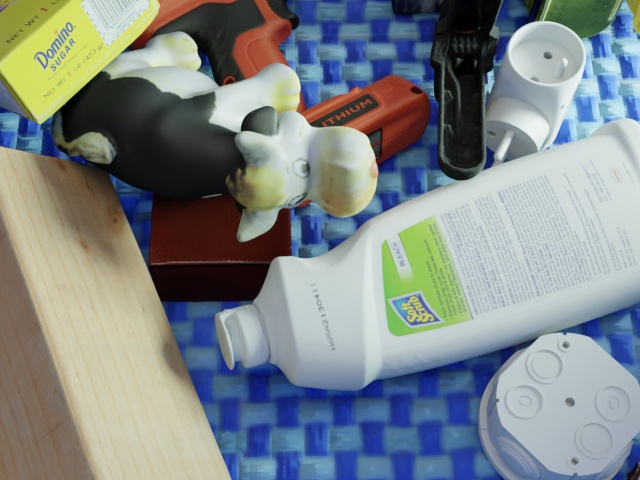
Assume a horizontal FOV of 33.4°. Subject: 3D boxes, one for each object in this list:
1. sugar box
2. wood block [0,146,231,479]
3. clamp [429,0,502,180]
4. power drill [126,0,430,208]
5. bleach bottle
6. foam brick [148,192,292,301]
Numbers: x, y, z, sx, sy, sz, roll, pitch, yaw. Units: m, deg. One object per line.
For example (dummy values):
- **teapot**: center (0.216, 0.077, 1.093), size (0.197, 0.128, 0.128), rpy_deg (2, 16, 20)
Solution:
- **sugar box**: center (-0.177, -0.126, 0.585), size (0.176, 0.048, 0.093), rpy_deg (24, 63, 40)
- **wood block**: center (-0.130, 0.066, 0.528), size (0.091, 0.090, 0.206), rpy_deg (-36, 66, 25)
- **clamp**: center (0.082, -0.117, 0.595), size (0.039, 0.120, 0.171), rpy_deg (11, 26, -3)
- **power drill**: center (-0.015, -0.125, 0.653), size (0.184, 0.057, 0.188), rpy_deg (-31, 66, -9)
- **bleach bottle**: center (0.066, 0.012, 0.563), size (0.250, 0.068, 0.102), rpy_deg (-15, 71, -15)
- **foam brick**: center (-0.054, 0.001, 0.597), size (0.078, 0.051, 0.053), rpy_deg (0, 65, 0)
